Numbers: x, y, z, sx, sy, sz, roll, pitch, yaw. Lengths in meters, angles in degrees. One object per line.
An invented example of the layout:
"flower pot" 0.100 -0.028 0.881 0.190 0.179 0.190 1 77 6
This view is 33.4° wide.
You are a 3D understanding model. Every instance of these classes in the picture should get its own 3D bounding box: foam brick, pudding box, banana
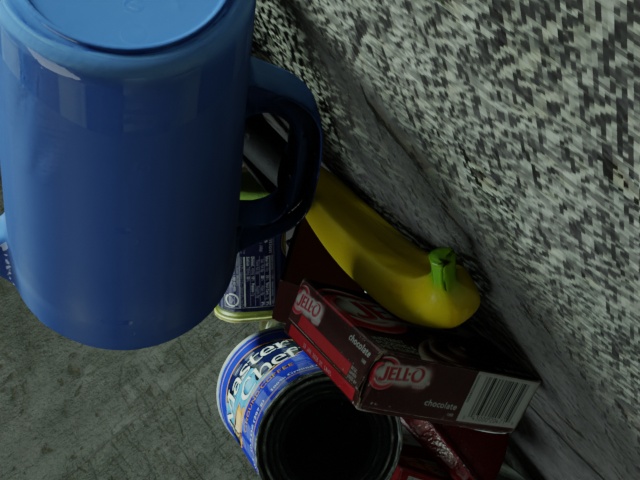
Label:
"foam brick" 0.002 0.023 0.678 0.053 0.051 0.078 15 157 1
"pudding box" 0.048 0.063 0.582 0.113 0.039 0.090 17 -166 -33
"banana" 0.037 0.004 0.581 0.198 0.037 0.069 34 144 61

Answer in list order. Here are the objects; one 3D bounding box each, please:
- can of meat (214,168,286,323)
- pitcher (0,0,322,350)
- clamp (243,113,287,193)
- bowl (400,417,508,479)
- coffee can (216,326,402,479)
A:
"can of meat" -0.055 0.001 0.801 0.102 0.057 0.084 -112 20 -64
"pitcher" -0.086 -0.053 0.528 0.145 0.149 0.243 35 151 9
"clamp" -0.058 -0.079 0.704 0.171 0.039 0.120 49 169 -16
"bowl" 0.080 0.105 0.743 0.162 0.055 0.162 49 173 8
"coffee can" -0.012 0.126 0.769 0.102 0.102 0.140 52 172 -16
